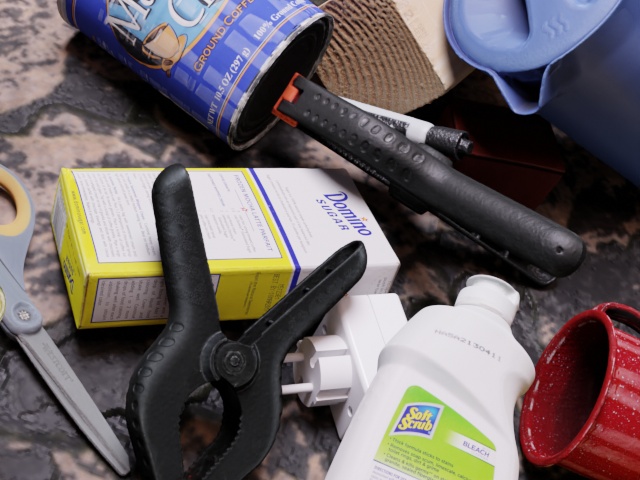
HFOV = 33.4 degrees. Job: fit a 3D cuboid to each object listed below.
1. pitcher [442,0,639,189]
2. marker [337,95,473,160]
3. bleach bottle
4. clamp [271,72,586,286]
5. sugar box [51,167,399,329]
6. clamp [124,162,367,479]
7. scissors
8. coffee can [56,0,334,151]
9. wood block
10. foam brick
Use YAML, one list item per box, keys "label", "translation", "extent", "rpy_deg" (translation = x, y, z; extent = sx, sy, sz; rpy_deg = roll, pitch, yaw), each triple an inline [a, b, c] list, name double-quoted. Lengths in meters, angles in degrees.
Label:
- label: "pitcher"
  translation: [0.202, -0.126, 0.698]
  extent: [0.242, 0.149, 0.145]
  rpy_deg: [29, 23, -43]
- label: "marker"
  translation: [0.044, -0.075, 0.688]
  extent: [0.121, 0.020, 0.020]
  rpy_deg: [20, 42, 31]
- label: "bleach bottle"
  translation: [0.050, 0.129, 0.497]
  extent: [0.102, 0.068, 0.250]
  rpy_deg: [26, 62, -1]
- label: "clamp"
  translation: [0.066, -0.033, 0.644]
  extent: [0.210, 0.164, 0.036]
  rpy_deg: [33, 90, 16]
- label: "sugar box"
  translation: [-0.054, 0.001, 0.596]
  extent: [0.176, 0.048, 0.093]
  rpy_deg: [1, 40, -25]
- label: "clamp"
  translation: [-0.039, 0.056, 0.530]
  extent: [0.120, 0.039, 0.171]
  rpy_deg: [12, 83, -19]
- label: "scissors"
  translation: [-0.151, 0.027, 0.563]
  extent: [0.202, 0.016, 0.096]
  rpy_deg: [42, 40, 1]
- label: "coffee can"
  translation: [-0.077, -0.138, 0.666]
  extent: [0.140, 0.103, 0.102]
  rpy_deg: [38, 49, 8]
- label: "wood block"
  translation: [0.088, -0.168, 0.752]
  extent: [0.205, 0.091, 0.090]
  rpy_deg: [-41, 103, -40]
- label: "foam brick"
  translation: [0.114, -0.055, 0.716]
  extent: [0.078, 0.051, 0.053]
  rpy_deg: [9, 50, -17]
